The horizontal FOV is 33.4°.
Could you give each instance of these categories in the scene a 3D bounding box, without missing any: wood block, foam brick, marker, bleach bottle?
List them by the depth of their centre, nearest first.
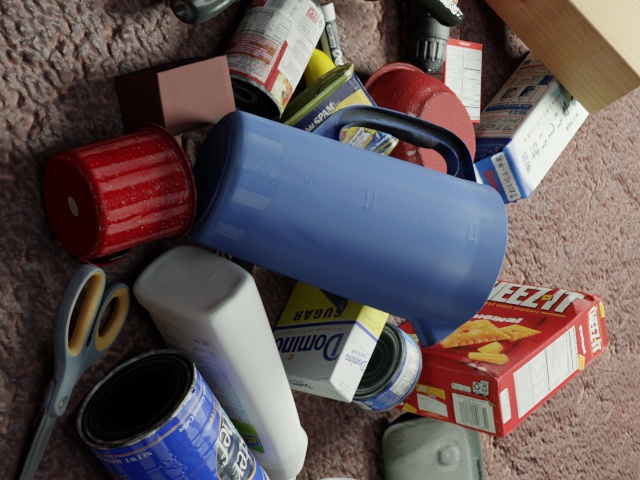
[{"bbox_3d":[-0.115,-0.115,0.852,0.078,0.053,0.051,-26,113,-44],"label":"foam brick"},{"bbox_3d":[-0.071,0.123,0.903,0.068,0.103,0.251,-44,137,-29],"label":"bleach bottle"},{"bbox_3d":[0.014,-0.164,1.014,0.020,0.020,0.121,-32,117,-41],"label":"marker"},{"bbox_3d":[0.275,-0.252,1.173,0.206,0.090,0.090,45,57,-7],"label":"wood block"}]

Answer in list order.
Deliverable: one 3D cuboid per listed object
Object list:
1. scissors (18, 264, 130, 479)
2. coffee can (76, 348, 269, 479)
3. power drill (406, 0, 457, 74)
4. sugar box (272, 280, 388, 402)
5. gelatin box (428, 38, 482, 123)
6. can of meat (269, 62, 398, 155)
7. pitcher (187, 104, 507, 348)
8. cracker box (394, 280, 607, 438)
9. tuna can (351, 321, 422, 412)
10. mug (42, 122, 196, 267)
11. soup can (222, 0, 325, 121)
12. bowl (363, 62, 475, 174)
[{"bbox_3d":[-0.190,0.112,0.819,0.096,0.016,0.202,-14,122,-68],"label":"scissors"},{"bbox_3d":[-0.114,0.171,0.849,0.102,0.103,0.140,-49,128,-32],"label":"coffee can"},{"bbox_3d":[0.070,-0.265,1.039,0.187,0.057,0.184,4,92,-50],"label":"power drill"},{"bbox_3d":[0.018,0.056,0.989,0.048,0.094,0.176,46,61,-40],"label":"sugar box"},{"bbox_3d":[0.141,-0.170,1.145,0.073,0.030,0.089,-4,98,-49],"label":"gelatin box"},{"bbox_3d":[0.009,-0.093,0.945,0.102,0.058,0.084,-41,107,-15],"label":"can of meat"},{"bbox_3d":[0.021,-0.027,0.867,0.242,0.149,0.145,18,118,-22],"label":"pitcher"},{"bbox_3d":[0.175,0.112,1.115,0.213,0.164,0.072,-28,117,-42],"label":"cracker box"},{"bbox_3d":[0.054,0.122,1.042,0.033,0.086,0.086,39,66,-41],"label":"tuna can"},{"bbox_3d":[-0.156,-0.026,0.802,0.081,0.093,0.117,-20,145,-40],"label":"mug"},{"bbox_3d":[-0.045,-0.161,0.913,0.068,0.069,0.102,43,63,-42],"label":"soup can"},{"bbox_3d":[0.102,-0.095,1.037,0.161,0.055,0.162,2,87,-46],"label":"bowl"}]
